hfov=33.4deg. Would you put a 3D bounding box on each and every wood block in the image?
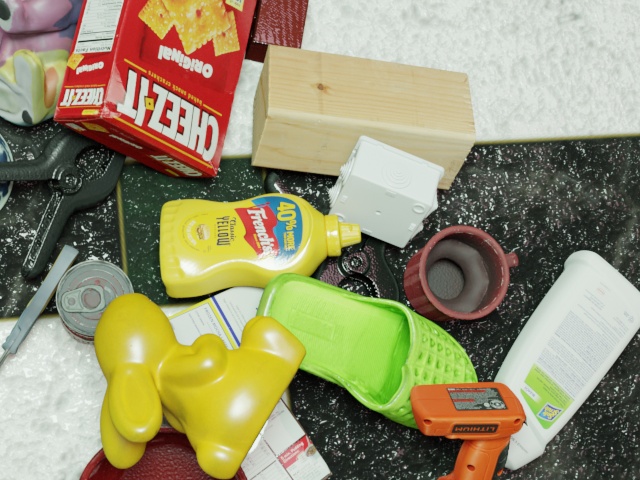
[{"bbox_3d":[0.041,-0.122,1.071,0.206,0.090,0.091,7,55,-11],"label":"wood block"}]

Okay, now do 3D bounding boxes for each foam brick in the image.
[{"bbox_3d":[-0.044,-0.227,1.104,0.051,0.053,0.078,11,77,-10],"label":"foam brick"}]

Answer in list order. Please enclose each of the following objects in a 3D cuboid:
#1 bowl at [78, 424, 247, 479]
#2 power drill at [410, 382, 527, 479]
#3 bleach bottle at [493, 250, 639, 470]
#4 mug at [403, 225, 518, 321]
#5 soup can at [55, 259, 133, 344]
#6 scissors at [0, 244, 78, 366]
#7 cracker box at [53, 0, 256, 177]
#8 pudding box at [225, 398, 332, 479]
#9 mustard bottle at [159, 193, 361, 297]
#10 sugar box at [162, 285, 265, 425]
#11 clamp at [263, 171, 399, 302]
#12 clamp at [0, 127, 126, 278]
[{"bbox_3d":[-0.142,0.238,0.980,0.162,0.055,0.162,-1,99,-3],"label":"bowl"},{"bbox_3d":[0.111,0.224,1.008,0.184,0.057,0.188,-1,120,-12],"label":"power drill"},{"bbox_3d":[0.227,0.134,1.093,0.102,0.068,0.250,42,76,-2],"label":"bleach bottle"},{"bbox_3d":[0.143,0.034,1.081,0.117,0.082,0.093,-18,84,-15],"label":"mug"},{"bbox_3d":[-0.209,0.059,0.989,0.068,0.102,0.068,2,79,-12],"label":"soup can"},{"bbox_3d":[-0.280,0.082,1.005,0.016,0.096,0.202,33,105,-10],"label":"scissors"},{"bbox_3d":[-0.148,-0.186,1.016,0.164,0.072,0.213,26,72,-51],"label":"cracker box"},{"bbox_3d":[-0.056,0.206,1.029,0.090,0.039,0.113,-35,86,-15],"label":"pudding box"},{"bbox_3d":[-0.057,0.001,1.031,0.191,0.058,0.096,-5,57,0],"label":"mustard bottle"},{"bbox_3d":[-0.106,0.107,1.020,0.176,0.048,0.093,-22,62,-17],"label":"sugar box"},{"bbox_3d":[0.040,0.020,1.085,0.164,0.036,0.210,-9,78,-13],"label":"clamp"},{"bbox_3d":[-0.247,-0.046,1.021,0.171,0.039,0.120,-31,117,-31],"label":"clamp"}]
